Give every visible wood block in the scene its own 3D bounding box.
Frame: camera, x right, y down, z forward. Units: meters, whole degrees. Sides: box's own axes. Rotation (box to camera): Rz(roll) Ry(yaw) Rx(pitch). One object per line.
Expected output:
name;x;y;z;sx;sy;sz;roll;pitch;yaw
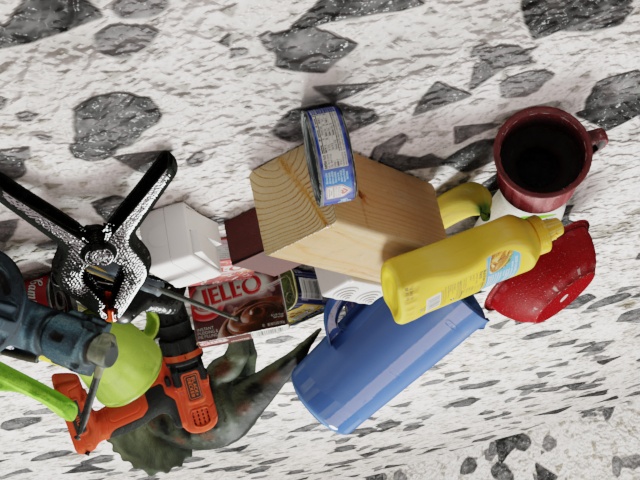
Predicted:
wood block;0.035;-0.024;1.079;0.090;0.091;0.205;-25;156;31

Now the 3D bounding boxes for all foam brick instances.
foam brick;-0.058;0.001;1.156;0.053;0.051;0.078;-24;157;28

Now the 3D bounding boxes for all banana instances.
banana;0.128;-0.023;1.183;0.069;0.037;0.198;-45;-171;-37

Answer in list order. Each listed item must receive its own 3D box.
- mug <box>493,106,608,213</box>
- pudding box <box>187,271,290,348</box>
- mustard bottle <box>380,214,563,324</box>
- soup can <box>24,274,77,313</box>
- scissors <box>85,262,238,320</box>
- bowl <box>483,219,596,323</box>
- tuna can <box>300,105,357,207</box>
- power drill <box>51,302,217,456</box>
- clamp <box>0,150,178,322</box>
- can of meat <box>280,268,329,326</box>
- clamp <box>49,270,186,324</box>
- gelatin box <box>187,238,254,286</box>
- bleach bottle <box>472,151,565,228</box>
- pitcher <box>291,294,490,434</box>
mug;0.226;-0.079;1.046;0.117;0.093;0.081;-25;164;1
pudding box;-0.099;0.073;1.272;0.113;0.090;0.039;-11;162;-4
mustard bottle;0.157;0.019;1.075;0.191;0.058;0.096;-21;153;-8
soup can;-0.333;0.080;1.195;0.102;0.068;0.068;-15;160;10
scissors;-0.186;0.039;1.091;0.202;0.016;0.096;16;166;25
bowl;0.274;0.049;1.272;0.162;0.055;0.162;-32;158;-15
tuna can;0.007;-0.074;0.935;0.033;0.086;0.086;-11;160;-5
power drill;-0.233;0.173;1.326;0.187;0.184;0.057;-17;-169;-12
clamp;-0.221;0.001;1.007;0.164;0.036;0.210;-2;136;-13
can of meat;-0.041;0.073;1.351;0.102;0.057;0.083;-26;158;37
clamp;-0.203;0.063;1.189;0.171;0.120;0.039;5;114;-49
gelatin box;-0.117;0.024;1.216;0.089;0.030;0.073;-6;159;-15
bleach bottle;0.236;-0.032;1.213;0.102;0.068;0.251;-15;158;-13
pitcher;0.074;0.120;1.320;0.243;0.149;0.145;-44;166;11
